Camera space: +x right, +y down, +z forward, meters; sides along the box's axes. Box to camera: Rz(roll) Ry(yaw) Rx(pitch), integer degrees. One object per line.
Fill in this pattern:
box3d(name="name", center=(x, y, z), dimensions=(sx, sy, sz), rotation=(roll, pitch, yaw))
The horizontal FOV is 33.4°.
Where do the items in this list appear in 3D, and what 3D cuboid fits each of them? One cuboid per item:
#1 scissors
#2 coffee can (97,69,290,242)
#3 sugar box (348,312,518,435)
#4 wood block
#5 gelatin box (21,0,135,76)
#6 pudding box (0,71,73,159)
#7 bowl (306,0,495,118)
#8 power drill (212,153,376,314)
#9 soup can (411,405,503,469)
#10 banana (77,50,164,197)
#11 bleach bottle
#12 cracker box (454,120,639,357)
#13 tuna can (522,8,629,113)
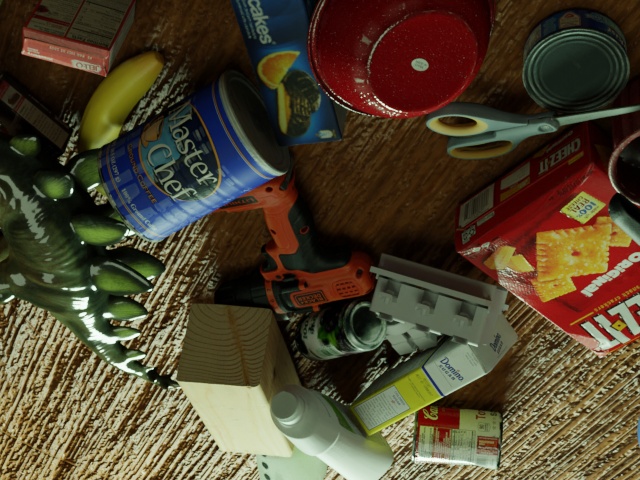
box3d(name="scissors", center=(0.172, -0.106, 0.898), dimensions=(0.096, 0.016, 0.202), rotation=(23, 156, -33))
box3d(name="coffee can", center=(-0.113, -0.074, 0.955), dimensions=(0.140, 0.103, 0.102), rotation=(-27, 125, 18))
box3d(name="sugar box", center=(0.121, 0.143, 1.147), dimensions=(0.177, 0.093, 0.048), rotation=(-33, 91, 37))
box3d(name="wood block", center=(-0.083, 0.157, 1.170), dimensions=(0.090, 0.090, 0.206), rotation=(3, 150, 11))
box3d(name="gelatin box", center=(-0.201, -0.180, 0.895), dimensions=(0.073, 0.089, 0.030), rotation=(14, 135, -4))
box3d(name="pudding box", center=(-0.308, -0.099, 1.032), dimensions=(0.114, 0.039, 0.090), rotation=(-30, 122, 33))
box3d(name="bowl", center=(0.073, -0.155, 0.852), dimensions=(0.162, 0.055, 0.162), rotation=(-9, 131, -11))
box3d(name="power drill", center=(-0.057, 0.001, 1.073), dimensions=(0.185, 0.057, 0.187), rotation=(-13, 132, 22))
box3d(name="soup can", center=(0.159, 0.230, 1.246), dimensions=(0.102, 0.068, 0.068), rotation=(4, 135, 6))
box3d(name="banana", center=(-0.193, -0.105, 1.010), dimensions=(0.069, 0.037, 0.198), rotation=(1, 139, -16))
box3d(name="bleach bottle", center=(0.001, 0.202, 1.162), dimensions=(0.068, 0.103, 0.250), rotation=(-45, 150, -1))
box3d(name="cracker box", center=(0.257, 0.007, 1.004), dimensions=(0.213, 0.072, 0.164), rotation=(35, 131, -23))
box3d(name="tuna can", center=(0.211, -0.148, 0.886), dimensions=(0.086, 0.033, 0.086), rotation=(6, 135, 6))
